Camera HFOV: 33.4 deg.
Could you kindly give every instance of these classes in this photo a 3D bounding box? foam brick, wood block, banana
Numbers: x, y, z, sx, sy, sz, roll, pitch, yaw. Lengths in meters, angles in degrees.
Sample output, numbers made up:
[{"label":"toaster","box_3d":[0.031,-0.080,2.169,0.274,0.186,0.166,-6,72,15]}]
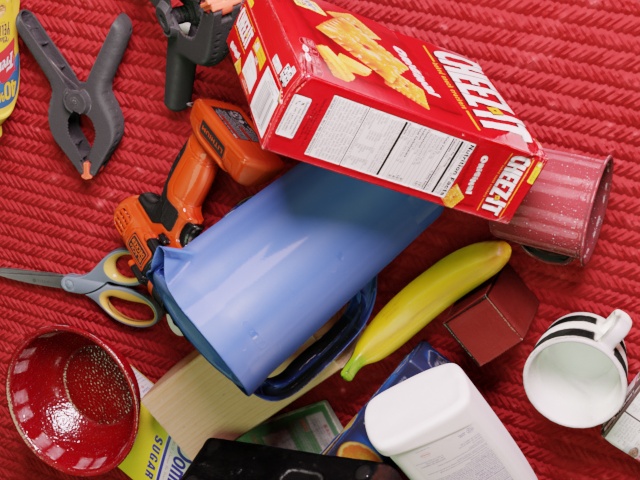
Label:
[{"label":"foam brick","box_3d":[0.151,0.064,0.941,0.053,0.078,0.051,-39,93,32]},{"label":"wood block","box_3d":[-0.066,0.122,1.045,0.206,0.090,0.091,-38,94,29]},{"label":"banana","box_3d":[0.096,0.055,0.943,0.037,0.069,0.198,39,117,-15]}]

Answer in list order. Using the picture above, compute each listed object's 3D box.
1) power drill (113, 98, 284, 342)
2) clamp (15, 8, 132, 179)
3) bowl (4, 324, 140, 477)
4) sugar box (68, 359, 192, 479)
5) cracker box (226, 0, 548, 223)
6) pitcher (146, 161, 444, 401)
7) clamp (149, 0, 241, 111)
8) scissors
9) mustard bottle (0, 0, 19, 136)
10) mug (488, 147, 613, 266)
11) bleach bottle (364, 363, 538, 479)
[{"label":"power drill","box_3d":[-0.111,-0.021,0.988,0.188,0.057,0.185,-54,55,25]},{"label":"clamp","box_3d":[-0.222,-0.144,1.031,0.120,0.039,0.171,0,117,27]},{"label":"bowl","box_3d":[-0.243,0.158,1.099,0.162,0.055,0.162,5,104,22]},{"label":"sugar box","box_3d":[-0.187,0.209,1.146,0.176,0.048,0.093,38,118,13]},{"label":"cracker box","box_3d":[0.047,-0.109,0.813,0.213,0.164,0.072,15,121,-25]},{"label":"pitcher","box_3d":[-0.011,0.014,0.903,0.242,0.149,0.145,-39,75,-11]},{"label":"clamp","box_3d":[-0.124,-0.201,0.913,0.210,0.036,0.164,-6,109,66]},{"label":"scissors","box_3d":[-0.253,0.030,1.126,0.202,0.016,0.096,22,115,13]},{"label":"mustard bottle","box_3d":[-0.330,-0.172,1.029,0.058,0.096,0.192,14,115,16]},{"label":"mug","box_3d":[0.191,-0.025,0.889,0.082,0.093,0.117,15,142,21]},{"label":"bleach bottle","box_3d":[0.142,0.223,0.977,0.103,0.068,0.250,-28,123,11]}]
